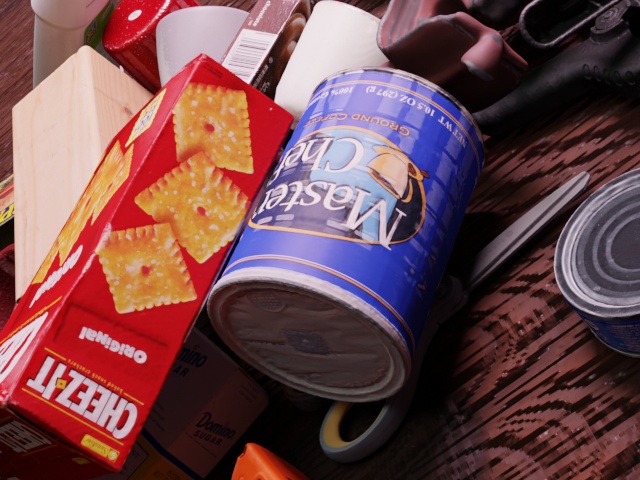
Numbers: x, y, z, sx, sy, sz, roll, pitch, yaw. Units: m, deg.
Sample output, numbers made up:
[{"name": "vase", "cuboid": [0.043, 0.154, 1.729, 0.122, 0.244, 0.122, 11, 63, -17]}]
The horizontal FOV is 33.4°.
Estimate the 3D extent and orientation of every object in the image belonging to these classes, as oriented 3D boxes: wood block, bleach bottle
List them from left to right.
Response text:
[{"name": "bleach bottle", "cuboid": [-0.208, -0.186, 0.915, 0.251, 0.068, 0.102, 117, 174, -63]}, {"name": "wood block", "cuboid": [-0.164, -0.035, 0.789, 0.090, 0.090, 0.206, -36, 43, 20]}]

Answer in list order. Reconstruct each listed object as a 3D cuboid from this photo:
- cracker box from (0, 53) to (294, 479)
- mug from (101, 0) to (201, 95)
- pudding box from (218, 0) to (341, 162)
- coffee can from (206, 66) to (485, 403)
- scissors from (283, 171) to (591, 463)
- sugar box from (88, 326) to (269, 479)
[{"name": "cracker box", "cuboid": [-0.115, 0.022, 0.583, 0.164, 0.072, 0.213, -28, 32, 57]}, {"name": "mug", "cuboid": [-0.124, -0.171, 0.887, 0.093, 0.081, 0.117, -26, 42, 26]}, {"name": "pudding box", "cuboid": [-0.021, -0.123, 0.742, 0.039, 0.090, 0.113, 19, 69, 32]}, {"name": "coffee can", "cuboid": [0.017, -0.004, 0.545, 0.103, 0.102, 0.140, -10, 44, 42]}, {"name": "scissors", "cuboid": [0.063, 0.046, 0.551, 0.202, 0.016, 0.096, -33, 37, 21]}, {"name": "sugar box", "cuboid": [-0.118, 0.130, 0.625, 0.176, 0.048, 0.093, -46, 41, -10]}]
